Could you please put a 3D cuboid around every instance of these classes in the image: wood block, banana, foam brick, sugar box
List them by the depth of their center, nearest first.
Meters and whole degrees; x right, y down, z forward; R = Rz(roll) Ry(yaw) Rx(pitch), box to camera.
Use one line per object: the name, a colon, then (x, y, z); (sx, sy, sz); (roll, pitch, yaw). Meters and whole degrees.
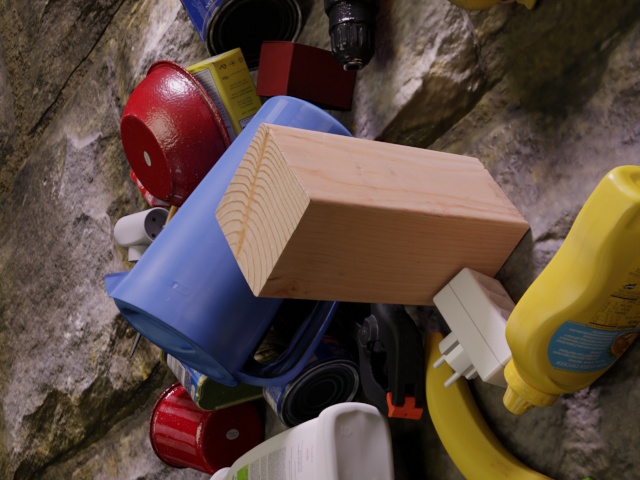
wood block: (0.040, -0.014, 0.795); (0.091, 0.205, 0.090); (-59, 43, 31)
banana: (0.126, 0.148, 0.805); (0.069, 0.037, 0.198); (-52, 45, 6)
foam brick: (-0.013, -0.152, 0.993); (0.053, 0.078, 0.051); (15, 96, 53)
sugar box: (-0.084, -0.093, 1.050); (0.094, 0.048, 0.176); (-5, 112, 53)

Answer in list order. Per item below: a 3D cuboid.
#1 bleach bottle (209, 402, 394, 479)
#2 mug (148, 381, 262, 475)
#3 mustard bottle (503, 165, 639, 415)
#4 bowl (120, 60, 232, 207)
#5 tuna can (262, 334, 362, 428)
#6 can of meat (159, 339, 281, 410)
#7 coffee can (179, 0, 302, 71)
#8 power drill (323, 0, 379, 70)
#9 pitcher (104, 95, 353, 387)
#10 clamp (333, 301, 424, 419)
bleach bottle: (-0.037, 0.213, 0.929); (0.251, 0.068, 0.102); (-28, 60, 51)
mug: (-0.109, 0.203, 1.080); (0.082, 0.093, 0.117); (3, 119, 49)
mustard bottle: (0.175, 0.043, 0.697); (0.058, 0.096, 0.192); (56, 129, 40)
bowl: (-0.149, -0.092, 1.045); (0.162, 0.055, 0.162); (39, 144, 35)
tuna can: (-0.006, 0.127, 0.942); (0.034, 0.085, 0.086); (50, 125, 42)
can of meat: (-0.095, 0.116, 1.050); (0.084, 0.101, 0.057); (45, 136, 44)
coffee can: (-0.092, -0.255, 1.093); (0.103, 0.102, 0.140); (-58, 44, 32)
power drill: (0.056, -0.258, 0.907); (0.188, 0.057, 0.184); (-30, 59, 58)
pitcher: (-0.056, 0.001, 0.930); (0.145, 0.149, 0.242); (6, 58, 57)
clamp: (0.054, 0.067, 0.883); (0.171, 0.039, 0.120); (-115, 32, -48)
